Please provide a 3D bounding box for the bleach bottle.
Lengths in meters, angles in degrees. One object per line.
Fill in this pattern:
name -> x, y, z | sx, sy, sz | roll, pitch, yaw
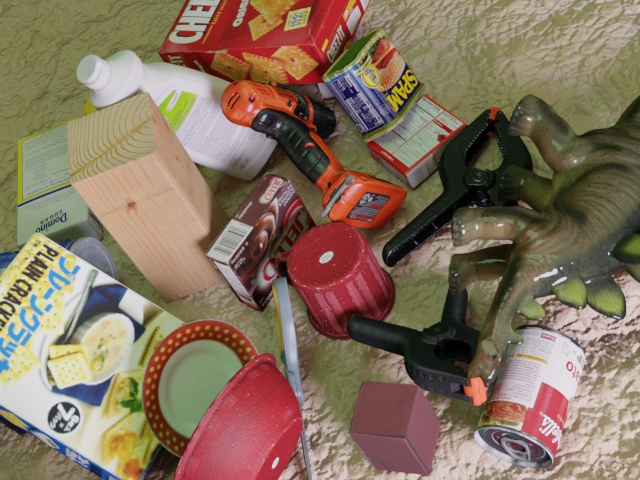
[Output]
bleach bottle -> -0.147, -0.144, 1.126 | 0.068, 0.250, 0.102 | 36, 99, 39

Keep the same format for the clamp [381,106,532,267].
clamp -> 0.168, -0.047, 1.061 | 0.165, 0.036, 0.209 | 11, 56, 22

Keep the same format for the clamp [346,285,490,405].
clamp -> 0.111, 0.087, 0.947 | 0.120, 0.039, 0.172 | -28, 32, -17

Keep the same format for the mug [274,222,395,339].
mug -> 0.007, 0.034, 1.040 | 0.117, 0.081, 0.093 | 12, 60, 31

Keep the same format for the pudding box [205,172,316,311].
pudding box -> -0.057, 0.001, 1.089 | 0.039, 0.090, 0.113 | 23, 66, 37

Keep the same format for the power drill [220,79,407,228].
power drill -> 0.002, -0.091, 1.112 | 0.188, 0.184, 0.057 | 45, 112, 26

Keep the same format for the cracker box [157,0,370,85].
cracker box -> -0.061, -0.259, 1.235 | 0.214, 0.072, 0.164 | 3, 56, 30

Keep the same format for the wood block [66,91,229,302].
wood block -> -0.167, -0.038, 1.091 | 0.091, 0.206, 0.090 | -20, 49, 8

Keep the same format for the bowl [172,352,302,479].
bowl -> -0.062, 0.180, 0.919 | 0.055, 0.162, 0.162 | 28, 68, 16

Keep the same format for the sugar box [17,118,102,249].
sugar box -> -0.315, -0.062, 1.284 | 0.093, 0.048, 0.176 | -19, 53, 9

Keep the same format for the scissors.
scissors -> -0.025, 0.136, 1.008 | 0.016, 0.096, 0.202 | -7, 80, -6

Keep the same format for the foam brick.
foam brick -> 0.065, 0.161, 0.918 | 0.053, 0.078, 0.051 | 2, 57, 25

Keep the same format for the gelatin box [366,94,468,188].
gelatin box -> 0.106, -0.106, 1.140 | 0.089, 0.030, 0.073 | -39, 47, -8

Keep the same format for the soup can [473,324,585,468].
soup can -> 0.177, 0.131, 0.898 | 0.069, 0.068, 0.102 | 9, 58, 29

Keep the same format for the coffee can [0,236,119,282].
coffee can -> -0.301, 0.057, 1.146 | 0.140, 0.102, 0.103 | -9, 51, 18

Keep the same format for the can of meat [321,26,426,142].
can of meat -> 0.057, -0.170, 1.152 | 0.058, 0.084, 0.102 | -23, 22, 41
